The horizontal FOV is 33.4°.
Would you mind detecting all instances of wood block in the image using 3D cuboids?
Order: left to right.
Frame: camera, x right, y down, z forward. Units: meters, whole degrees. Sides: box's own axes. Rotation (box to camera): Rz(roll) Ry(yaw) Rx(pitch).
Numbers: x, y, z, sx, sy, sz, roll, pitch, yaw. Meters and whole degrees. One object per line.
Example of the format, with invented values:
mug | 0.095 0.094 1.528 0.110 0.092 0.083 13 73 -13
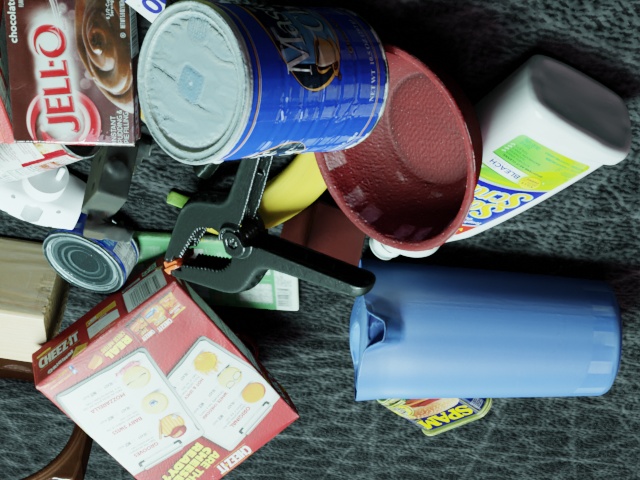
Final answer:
wood block | -0.360 0.049 1.048 0.206 0.090 0.091 9 144 -2

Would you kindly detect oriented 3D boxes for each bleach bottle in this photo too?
bleach bottle | 0.126 -0.046 0.867 0.102 0.068 0.251 24 143 -21

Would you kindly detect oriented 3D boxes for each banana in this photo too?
banana | -0.044 -0.043 0.917 0.198 0.037 0.069 -22 136 33

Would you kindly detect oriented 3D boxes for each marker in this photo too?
marker | -0.072 -0.086 0.877 0.020 0.020 0.121 23 141 -23

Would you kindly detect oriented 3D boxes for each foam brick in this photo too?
foam brick | 0.000 0.004 0.944 0.053 0.051 0.078 20 163 -19

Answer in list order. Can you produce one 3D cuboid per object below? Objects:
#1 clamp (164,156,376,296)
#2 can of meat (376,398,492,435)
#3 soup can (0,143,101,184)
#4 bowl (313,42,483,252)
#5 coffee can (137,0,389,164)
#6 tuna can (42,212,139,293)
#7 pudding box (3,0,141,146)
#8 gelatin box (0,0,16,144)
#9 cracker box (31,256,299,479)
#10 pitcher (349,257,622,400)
clamp | -0.056 0.001 0.897 0.210 0.036 0.164 -30 96 44
can of meat | 0.122 0.161 1.162 0.083 0.057 0.102 34 135 -29
soup can | -0.235 -0.087 0.858 0.102 0.068 0.068 -13 140 26
bowl | 0.066 -0.076 0.798 0.162 0.055 0.162 27 130 37
coffee can | -0.036 -0.107 0.717 0.140 0.103 0.103 -11 164 -47
tuna can | -0.216 0.011 1.003 0.086 0.033 0.086 15 141 12
pudding box | -0.177 -0.126 0.773 0.090 0.039 0.113 1 107 1
gelatin box | -0.243 -0.126 0.786 0.030 0.089 0.073 -4 145 -3
cracker box | -0.150 0.143 1.049 0.164 0.072 0.213 -38 121 1
pitcher | 0.148 0.087 1.008 0.243 0.149 0.145 2 130 0
